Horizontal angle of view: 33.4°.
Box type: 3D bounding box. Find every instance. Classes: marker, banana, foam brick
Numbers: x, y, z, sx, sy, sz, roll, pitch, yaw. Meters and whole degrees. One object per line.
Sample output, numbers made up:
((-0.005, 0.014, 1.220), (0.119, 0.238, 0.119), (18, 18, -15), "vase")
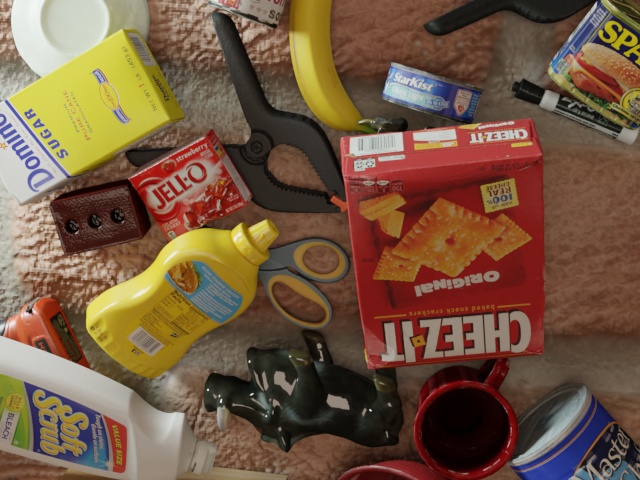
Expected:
((0.232, -0.119, 0.975), (0.121, 0.020, 0.020), (22, 99, 0), "marker")
((0.004, -0.183, 0.971), (0.069, 0.037, 0.198), (-16, 101, -22), "banana")
((-0.204, -0.023, 0.993), (0.078, 0.051, 0.053), (-13, 104, 5), "foam brick")

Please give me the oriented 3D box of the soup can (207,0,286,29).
((-0.054, -0.247, 0.946), (0.068, 0.068, 0.102), (20, 99, 0), "soup can")

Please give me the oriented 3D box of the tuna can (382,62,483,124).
((0.099, -0.131, 0.947), (0.086, 0.086, 0.034), (16, 101, 0), "tuna can")

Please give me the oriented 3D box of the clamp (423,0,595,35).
((0.175, -0.246, 0.949), (0.171, 0.039, 0.120), (-3, 103, -3), "clamp")

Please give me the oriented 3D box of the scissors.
((-0.057, 0.001, 1.010), (0.201, 0.016, 0.096), (42, 97, -3), "scissors")

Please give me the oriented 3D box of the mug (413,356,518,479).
((0.138, 0.154, 0.989), (0.093, 0.081, 0.117), (29, 99, -1), "mug")

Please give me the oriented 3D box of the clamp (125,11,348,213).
((-0.056, -0.099, 0.982), (0.210, 0.036, 0.165), (27, 105, 0), "clamp")

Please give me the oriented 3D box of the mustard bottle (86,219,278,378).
((-0.117, 0.043, 0.981), (0.192, 0.058, 0.096), (-37, 121, 14), "mustard bottle")

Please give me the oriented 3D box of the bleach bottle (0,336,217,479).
((-0.215, 0.157, 0.965), (0.250, 0.068, 0.103), (17, 106, -6), "bleach bottle")

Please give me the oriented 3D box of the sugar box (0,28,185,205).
((-0.221, -0.110, 0.970), (0.176, 0.048, 0.093), (-27, 92, 15), "sugar box")

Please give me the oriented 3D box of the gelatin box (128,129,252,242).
((-0.119, -0.049, 0.971), (0.089, 0.030, 0.073), (-25, 107, 19), "gelatin box")

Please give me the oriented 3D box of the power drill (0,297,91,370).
((-0.316, 0.149, 1.025), (0.187, 0.057, 0.184), (-23, 100, 5), "power drill")

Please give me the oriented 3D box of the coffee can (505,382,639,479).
((0.249, 0.217, 0.982), (0.103, 0.103, 0.140), (-41, 95, 8), "coffee can")

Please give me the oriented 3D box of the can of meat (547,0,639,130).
((0.264, -0.158, 0.937), (0.102, 0.057, 0.084), (34, 122, -2), "can of meat")

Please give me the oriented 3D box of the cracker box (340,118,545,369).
((0.109, 0.009, 0.929), (0.164, 0.072, 0.214), (-5, 124, 5), "cracker box")
